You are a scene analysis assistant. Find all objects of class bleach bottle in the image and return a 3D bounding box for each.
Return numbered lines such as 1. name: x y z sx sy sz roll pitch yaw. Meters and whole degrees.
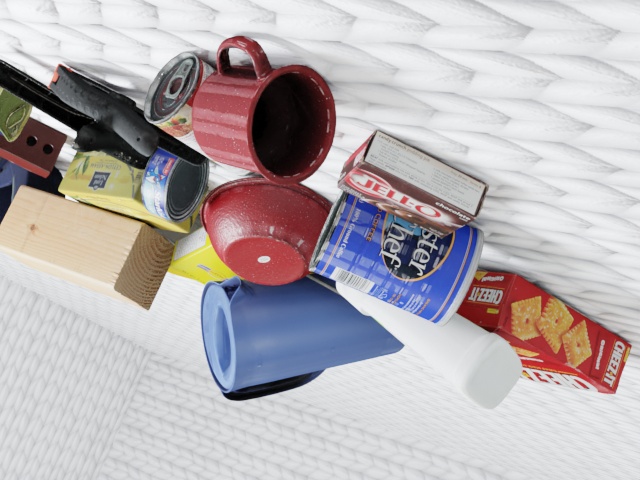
1. bleach bottle: 0.094 0.080 1.134 0.251 0.068 0.102 35 175 38

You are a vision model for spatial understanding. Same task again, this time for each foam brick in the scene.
1. foam brick: -0.363 -0.120 1.330 0.078 0.053 0.051 26 166 -17

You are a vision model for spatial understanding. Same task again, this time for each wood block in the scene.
1. wood block: -0.299 0.007 1.351 0.206 0.091 0.090 17 166 28

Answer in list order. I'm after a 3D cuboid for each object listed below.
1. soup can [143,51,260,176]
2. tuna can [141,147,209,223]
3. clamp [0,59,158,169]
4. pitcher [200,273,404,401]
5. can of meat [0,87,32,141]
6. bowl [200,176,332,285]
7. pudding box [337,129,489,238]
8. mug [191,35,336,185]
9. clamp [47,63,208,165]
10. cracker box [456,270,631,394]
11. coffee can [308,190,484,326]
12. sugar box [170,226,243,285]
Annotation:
1. soup can: -0.090 -0.106 0.914 0.102 0.068 0.069 31 164 -37
2. tuna can: -0.155 -0.064 1.144 0.034 0.086 0.086 19 167 20
3. clamp: -0.229 -0.110 1.101 0.165 0.036 0.209 39 -172 36
4. pitcher: -0.019 0.109 1.305 0.242 0.145 0.149 -6 172 -22
5. can of meat: -0.375 -0.161 1.179 0.084 0.057 0.102 23 166 5
6. bowl: -0.058 0.001 1.176 0.162 0.055 0.162 6 143 4
7. pudding box: 0.079 -0.048 0.934 0.113 0.039 0.090 24 166 -7
8. mug: -0.051 -0.105 0.839 0.082 0.093 0.117 16 135 45
9. clamp: -0.188 -0.120 1.038 0.172 0.039 0.120 36 -175 26
10. cracker box: 0.223 0.103 1.225 0.213 0.072 0.164 30 165 -33
11. coffee can: 0.073 0.010 1.031 0.140 0.103 0.103 23 167 -4
12. sugar box: -0.091 0.009 1.284 0.093 0.048 0.177 31 144 -32
